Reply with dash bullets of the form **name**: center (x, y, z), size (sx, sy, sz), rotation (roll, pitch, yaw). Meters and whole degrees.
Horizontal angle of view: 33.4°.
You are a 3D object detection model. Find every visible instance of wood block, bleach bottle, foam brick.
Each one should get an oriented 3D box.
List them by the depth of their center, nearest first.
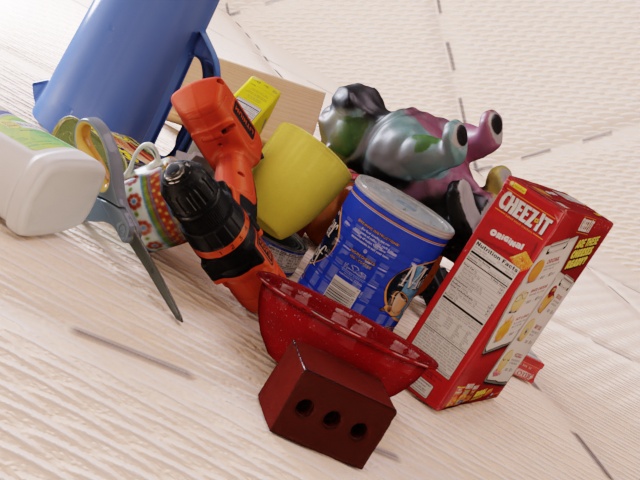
- **foam brick**: center (0.004, 0.115, 0.751), size (0.078, 0.053, 0.051), rotation (26, 14, -18)
- **bleach bottle**: center (-0.299, -0.094, 0.857), size (0.251, 0.068, 0.102), rotation (31, 14, 15)
- **wood block**: center (-0.108, -0.179, 1.420), size (0.206, 0.091, 0.090), rotation (17, -5, -7)

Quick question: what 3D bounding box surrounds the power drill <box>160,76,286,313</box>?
- **power drill**: center (-0.088, -0.051, 0.913), size (0.184, 0.057, 0.187), rotation (60, 15, -48)

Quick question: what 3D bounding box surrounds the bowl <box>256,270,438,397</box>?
- **bowl**: center (0.010, 0.084, 0.843), size (0.162, 0.055, 0.162), rotation (27, 3, -2)

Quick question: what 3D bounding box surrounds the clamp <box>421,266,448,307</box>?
- **clamp**: center (0.145, 0.054, 1.280), size (0.120, 0.039, 0.171), rotation (41, 25, -31)

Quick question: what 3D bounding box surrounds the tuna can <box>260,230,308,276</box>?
- **tuna can**: center (-0.057, 0.001, 1.092), size (0.086, 0.034, 0.086), rotation (29, 13, -7)

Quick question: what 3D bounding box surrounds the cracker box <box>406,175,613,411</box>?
- **cracker box**: center (0.170, 0.050, 1.000), size (0.072, 0.214, 0.164), rotation (37, 14, 26)

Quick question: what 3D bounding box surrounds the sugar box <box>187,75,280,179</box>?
- **sugar box**: center (-0.101, -0.104, 1.152), size (0.048, 0.093, 0.176), rotation (29, 33, -2)

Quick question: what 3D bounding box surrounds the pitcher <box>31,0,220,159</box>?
- **pitcher**: center (-0.182, -0.200, 1.111), size (0.149, 0.243, 0.145), rotation (20, 18, -34)

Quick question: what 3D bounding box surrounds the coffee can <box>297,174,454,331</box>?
- **coffee can**: center (0.044, 0.025, 0.986), size (0.102, 0.140, 0.103), rotation (29, 13, -7)

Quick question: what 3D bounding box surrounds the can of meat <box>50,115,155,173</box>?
- **can of meat**: center (-0.193, -0.066, 0.996), size (0.102, 0.057, 0.083), rotation (37, 12, 28)

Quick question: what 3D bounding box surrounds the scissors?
- **scissors**: center (-0.168, -0.006, 0.875), size (0.016, 0.096, 0.202), rotation (-8, 67, -40)

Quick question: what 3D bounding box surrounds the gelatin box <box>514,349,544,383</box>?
- **gelatin box**: center (0.207, 0.122, 1.231), size (0.073, 0.030, 0.089), rotation (27, 13, -21)
